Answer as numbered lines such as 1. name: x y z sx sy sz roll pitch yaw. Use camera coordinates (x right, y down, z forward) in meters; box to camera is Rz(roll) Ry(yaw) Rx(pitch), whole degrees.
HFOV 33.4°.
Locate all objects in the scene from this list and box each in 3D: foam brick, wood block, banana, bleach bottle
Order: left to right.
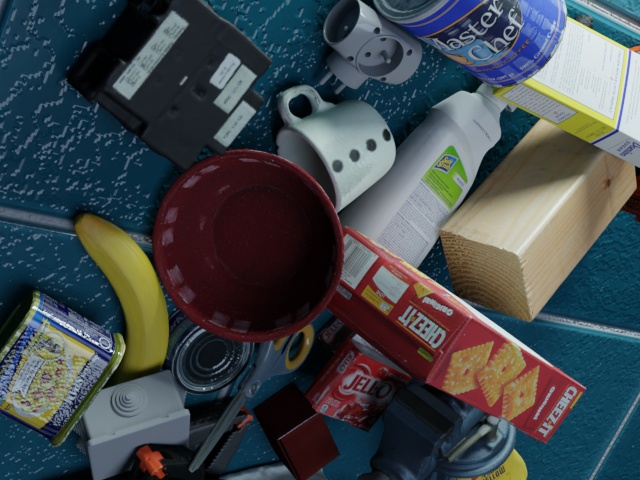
1. banana: -0.163 0.059 0.900 0.069 0.037 0.198 -17 126 -26
2. foam brick: -0.024 0.193 1.071 0.051 0.053 0.078 -34 133 -14
3. bleach bottle: 0.093 -0.043 1.002 0.251 0.068 0.102 -50 136 -2
4. wood block: 0.215 -0.030 1.035 0.205 0.090 0.091 -45 135 -29

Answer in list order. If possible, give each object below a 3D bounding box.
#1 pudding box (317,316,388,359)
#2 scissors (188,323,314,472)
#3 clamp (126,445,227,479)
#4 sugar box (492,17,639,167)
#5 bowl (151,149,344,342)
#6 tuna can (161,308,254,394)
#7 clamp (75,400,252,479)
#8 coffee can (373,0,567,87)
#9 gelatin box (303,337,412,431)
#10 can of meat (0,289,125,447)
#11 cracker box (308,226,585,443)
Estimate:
1. pudding box: 0.064 0.088 1.078 0.113 0.039 0.090 -42 135 -2
2. scissors: -0.055 0.135 0.988 0.201 0.016 0.096 -63 150 -18
3. clamp: -0.127 0.229 0.971 0.120 0.039 0.171 -36 150 -27
4. sugar box: 0.249 -0.143 0.991 0.176 0.048 0.093 25 66 -20
5. bowl: -0.056 0.001 0.894 0.162 0.055 0.162 2 102 10
6. tuna can: -0.104 0.097 0.967 0.086 0.034 0.086 -17 126 -26
7. clamp: -0.150 0.233 1.018 0.209 0.036 0.164 -34 135 -13
8. coffee can: 0.126 -0.202 0.896 0.140 0.103 0.103 23 102 -42
9. gelatin box: 0.037 0.143 1.048 0.089 0.030 0.073 31 101 -44
10. can of meat: -0.221 0.101 0.857 0.083 0.057 0.102 34 94 -23
11. cracker box: 0.110 0.087 0.930 0.213 0.164 0.072 33 93 -46
